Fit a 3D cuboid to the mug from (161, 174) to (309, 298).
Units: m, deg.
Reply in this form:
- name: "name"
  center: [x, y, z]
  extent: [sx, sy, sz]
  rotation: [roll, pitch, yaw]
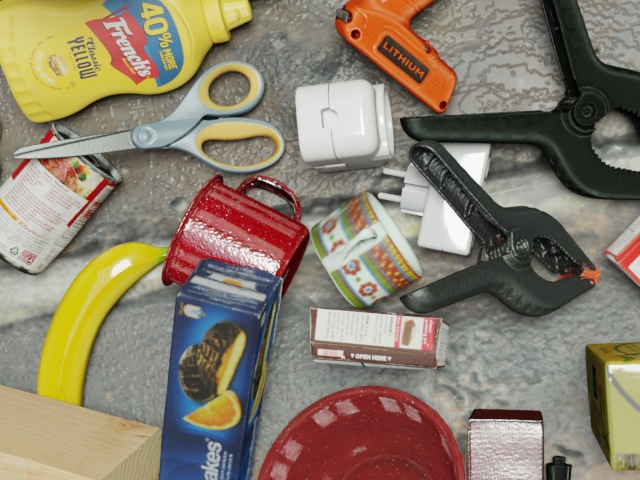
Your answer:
- name: "mug"
  center: [-0.055, 0.001, 0.799]
  extent: [0.081, 0.093, 0.117]
  rotation: [26, 56, 6]

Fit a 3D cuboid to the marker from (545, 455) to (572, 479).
- name: "marker"
  center: [0.172, 0.217, 0.774]
  extent: [0.020, 0.020, 0.121]
  rotation: [1, 88, 10]

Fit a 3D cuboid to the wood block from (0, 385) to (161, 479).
- name: "wood block"
  center: [-0.231, 0.171, 0.791]
  extent: [0.206, 0.090, 0.090]
  rotation: [11, 108, 18]

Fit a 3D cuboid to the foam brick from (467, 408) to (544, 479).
- name: "foam brick"
  center: [0.132, 0.148, 0.756]
  extent: [0.051, 0.078, 0.053]
  rotation: [-1, 85, 11]

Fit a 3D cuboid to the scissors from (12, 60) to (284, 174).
- name: "scissors"
  center: [-0.124, -0.096, 0.805]
  extent: [0.201, 0.016, 0.096]
  rotation: [6, 84, -15]

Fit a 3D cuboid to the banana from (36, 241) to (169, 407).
- name: "banana"
  center: [-0.181, 0.076, 0.836]
  extent: [0.070, 0.037, 0.198]
  rotation: [30, 93, 10]

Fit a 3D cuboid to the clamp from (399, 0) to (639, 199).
- name: "clamp"
  center: [0.181, -0.102, 0.745]
  extent: [0.210, 0.036, 0.164]
  rotation: [27, 96, -10]

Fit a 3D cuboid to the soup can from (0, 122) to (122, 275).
- name: "soup can"
  center: [-0.213, -0.031, 0.832]
  extent: [0.068, 0.068, 0.102]
  rotation: [43, 96, 9]

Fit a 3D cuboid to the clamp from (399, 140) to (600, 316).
- name: "clamp"
  center: [0.121, 0.015, 0.733]
  extent: [0.171, 0.039, 0.120]
  rotation: [25, 68, -23]

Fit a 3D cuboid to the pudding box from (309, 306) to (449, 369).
- name: "pudding box"
  center: [0.044, 0.070, 0.757]
  extent: [0.090, 0.113, 0.039]
  rotation: [3, 86, 9]

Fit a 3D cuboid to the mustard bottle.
- name: "mustard bottle"
  center: [-0.147, -0.156, 0.819]
  extent: [0.191, 0.058, 0.096]
  rotation: [-13, 120, 3]

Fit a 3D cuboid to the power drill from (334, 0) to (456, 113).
- name: "power drill"
  center: [0.115, -0.188, 0.770]
  extent: [0.184, 0.057, 0.188]
  rotation: [35, 99, -13]

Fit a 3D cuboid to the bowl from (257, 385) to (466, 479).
- name: "bowl"
  center: [0.035, 0.189, 0.764]
  extent: [0.162, 0.055, 0.162]
  rotation: [-14, 57, 21]
